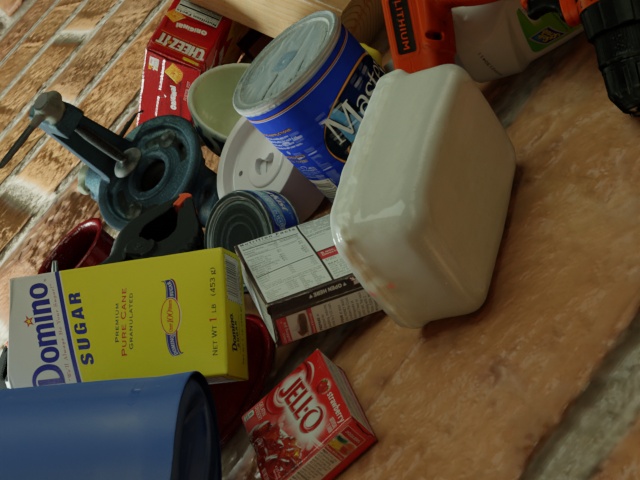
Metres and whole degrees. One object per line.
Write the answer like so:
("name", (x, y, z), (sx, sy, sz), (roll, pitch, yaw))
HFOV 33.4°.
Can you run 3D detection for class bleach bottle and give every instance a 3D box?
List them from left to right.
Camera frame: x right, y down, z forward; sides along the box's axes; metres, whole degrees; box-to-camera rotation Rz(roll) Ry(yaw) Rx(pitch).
("bleach bottle", (0.176, -0.198, 0.784), (0.251, 0.102, 0.068), (-34, 42, 24))

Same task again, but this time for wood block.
("wood block", (-0.040, -0.265, 1.070), (0.206, 0.090, 0.090), (27, 69, 19))

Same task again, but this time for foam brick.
("foam brick", (-0.045, -0.223, 1.185), (0.078, 0.051, 0.053), (-46, 27, 0))

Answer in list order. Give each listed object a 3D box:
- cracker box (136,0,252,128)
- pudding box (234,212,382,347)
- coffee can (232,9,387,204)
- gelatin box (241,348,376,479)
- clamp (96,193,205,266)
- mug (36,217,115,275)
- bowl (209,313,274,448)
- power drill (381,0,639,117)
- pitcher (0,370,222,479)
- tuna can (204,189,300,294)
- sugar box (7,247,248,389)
("cracker box", (-0.133, -0.221, 1.211), (0.164, 0.072, 0.213), (111, 180, -55))
("pudding box", (-0.007, 0.025, 0.777), (0.090, 0.039, 0.113), (-20, 25, -7))
("coffee can", (0.017, -0.091, 0.823), (0.103, 0.140, 0.103), (-34, 30, 22))
("gelatin box", (-0.010, 0.121, 0.695), (0.073, 0.030, 0.089), (-42, 28, 7))
("clamp", (-0.156, 0.021, 0.879), (0.120, 0.039, 0.171), (5, 37, 13))
("mug", (-0.227, 0.043, 1.048), (0.117, 0.081, 0.093), (-28, 32, 31))
("bowl", (-0.113, 0.108, 0.832), (0.162, 0.055, 0.162), (-34, 30, 23))
("power drill", (0.138, -0.155, 0.731), (0.188, 0.057, 0.184), (-15, 80, 34))
("pitcher", (-0.187, 0.150, 0.689), (0.243, 0.149, 0.145), (-2, 64, 7))
("tuna can", (-0.056, 0.001, 0.867), (0.086, 0.033, 0.086), (0, 90, 43))
("sugar box", (-0.142, 0.063, 0.775), (0.176, 0.048, 0.093), (-8, 74, 15))
